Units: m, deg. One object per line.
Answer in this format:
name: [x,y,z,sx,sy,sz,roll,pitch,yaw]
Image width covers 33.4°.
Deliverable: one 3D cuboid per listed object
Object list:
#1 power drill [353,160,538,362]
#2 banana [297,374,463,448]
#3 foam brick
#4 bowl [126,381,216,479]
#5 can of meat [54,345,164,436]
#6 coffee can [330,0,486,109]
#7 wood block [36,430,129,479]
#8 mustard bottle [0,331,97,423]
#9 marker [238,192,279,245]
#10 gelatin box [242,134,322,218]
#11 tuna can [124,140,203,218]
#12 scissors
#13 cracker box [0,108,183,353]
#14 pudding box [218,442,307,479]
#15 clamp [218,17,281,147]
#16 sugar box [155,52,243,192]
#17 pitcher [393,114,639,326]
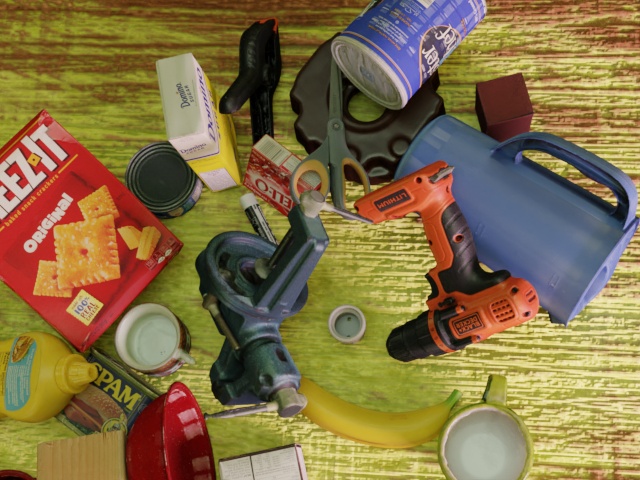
power drill: [0.110,0.026,1.095,0.185,0.057,0.187,-26,94,36]
banana: [0.049,0.183,1.132,0.198,0.037,0.069,6,59,7]
foam brick: [0.201,-0.143,1.175,0.053,0.078,0.051,-13,76,3]
bowl: [-0.155,0.227,1.080,0.055,0.162,0.162,-12,74,8]
can of meat: [-0.229,0.178,1.156,0.102,0.057,0.084,33,84,15]
coffee can: [0.094,-0.225,1.142,0.103,0.103,0.140,39,79,15]
wood block: [-0.223,0.303,1.042,0.091,0.090,0.206,-9,57,1]
mustard bottle: [-0.315,0.146,1.137,0.192,0.058,0.096,-8,67,30]
marker: [-0.058,0.002,1.199,0.020,0.020,0.121,-28,74,-1]
gelatin box: [-0.040,-0.064,1.181,0.089,0.073,0.030,37,58,10]
tuna can: [-0.179,-0.069,1.225,0.086,0.033,0.086,-2,75,6]
scissors: [-0.001,-0.112,1.153,0.096,0.016,0.202,-9,70,-17]
cracker box: [-0.279,-0.009,1.151,0.213,0.072,0.164,45,74,-10]
pudding box: [-0.055,0.276,1.117,0.090,0.039,0.113,-12,76,3]
clamp: [-0.070,-0.174,1.219,0.039,0.120,0.171,3,55,17]
sugar box: [-0.128,-0.124,1.159,0.048,0.176,0.093,-12,74,4]
pitcher: [0.203,-0.037,1.116,0.243,0.145,0.149,35,85,17]
